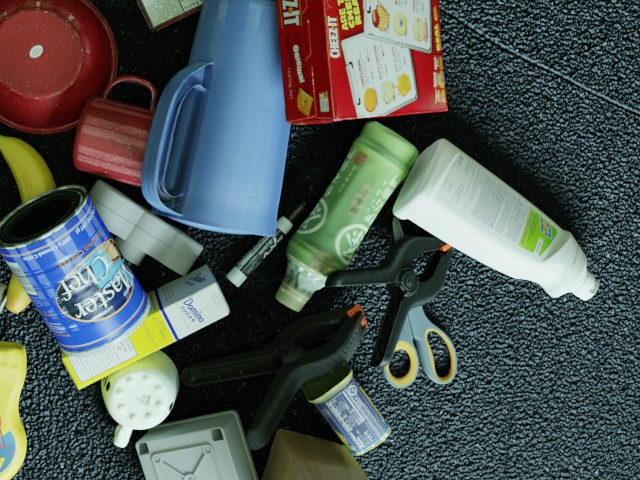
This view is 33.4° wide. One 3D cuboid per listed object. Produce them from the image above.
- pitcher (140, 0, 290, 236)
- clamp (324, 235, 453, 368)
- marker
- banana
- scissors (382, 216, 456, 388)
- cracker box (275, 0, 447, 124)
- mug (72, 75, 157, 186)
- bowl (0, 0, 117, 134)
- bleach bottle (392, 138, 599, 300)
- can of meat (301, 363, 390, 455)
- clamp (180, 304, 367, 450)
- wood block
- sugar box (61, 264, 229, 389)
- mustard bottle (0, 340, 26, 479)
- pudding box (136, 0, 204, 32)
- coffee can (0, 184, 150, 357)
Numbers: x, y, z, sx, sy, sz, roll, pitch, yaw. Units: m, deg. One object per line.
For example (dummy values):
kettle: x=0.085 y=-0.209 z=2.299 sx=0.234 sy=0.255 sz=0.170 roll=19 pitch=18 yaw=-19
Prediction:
pitcher: x=-0.096 y=-0.130 z=1.105 sx=0.145 sy=0.149 sz=0.243 roll=11 pitch=93 yaw=-6
clamp: x=0.080 y=0.042 z=1.174 sx=0.171 sy=0.039 sz=0.120 roll=-50 pitch=119 yaw=-28
marker: x=-0.058 y=0.001 z=1.188 sx=0.020 sy=0.020 sz=0.121 roll=43 pitch=87 yaw=-10
banana: x=-0.308 y=-0.025 z=1.121 sx=0.069 sy=0.037 sz=0.198 roll=-10 pitch=81 yaw=-13
scissors: x=0.090 y=0.082 z=1.221 sx=0.096 sy=0.016 sz=0.202 roll=-28 pitch=99 yaw=-6
cracker box: x=0.045 y=-0.208 z=1.102 sx=0.213 sy=0.072 sz=0.164 roll=-13 pitch=100 yaw=-51
mug: x=-0.206 y=-0.115 z=1.114 sx=0.081 sy=0.093 sz=0.117 roll=14 pitch=106 yaw=-2
bowl: x=-0.293 y=-0.192 z=1.114 sx=0.162 sy=0.055 sz=0.162 roll=-1 pitch=95 yaw=-10
bleach bottle: x=0.207 y=-0.005 z=1.200 sx=0.250 sy=0.068 sz=0.102 roll=34 pitch=60 yaw=-12
can of meat: x=0.027 y=0.181 z=1.177 sx=0.057 sy=0.102 sz=0.084 roll=-36 pitch=102 yaw=-3
clamp: x=-0.042 y=0.131 z=1.166 sx=0.209 sy=0.165 sz=0.036 roll=-35 pitch=127 yaw=-26
wood block: x=-0.003 y=0.278 z=1.126 sx=0.090 sy=0.206 sz=0.091 roll=16 pitch=92 yaw=-11
sugar box: x=-0.186 y=0.090 z=1.136 sx=0.176 sy=0.093 sz=0.048 roll=-24 pitch=105 yaw=-6
mustard bottle: x=-0.363 y=0.205 z=1.135 sx=0.096 sy=0.058 sz=0.191 roll=0 pitch=95 yaw=-8
pudding box: x=-0.163 y=-0.292 z=1.135 sx=0.090 sy=0.039 sz=0.113 roll=-26 pitch=101 yaw=-9
coffee can: x=-0.246 y=0.031 z=1.065 sx=0.102 sy=0.103 sz=0.140 roll=-28 pitch=119 yaw=-6
